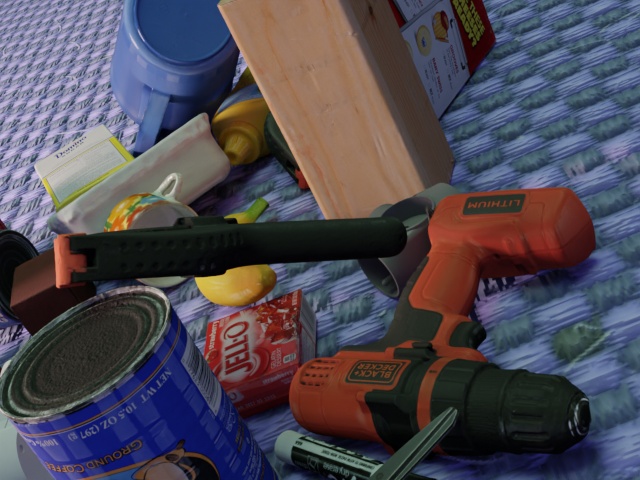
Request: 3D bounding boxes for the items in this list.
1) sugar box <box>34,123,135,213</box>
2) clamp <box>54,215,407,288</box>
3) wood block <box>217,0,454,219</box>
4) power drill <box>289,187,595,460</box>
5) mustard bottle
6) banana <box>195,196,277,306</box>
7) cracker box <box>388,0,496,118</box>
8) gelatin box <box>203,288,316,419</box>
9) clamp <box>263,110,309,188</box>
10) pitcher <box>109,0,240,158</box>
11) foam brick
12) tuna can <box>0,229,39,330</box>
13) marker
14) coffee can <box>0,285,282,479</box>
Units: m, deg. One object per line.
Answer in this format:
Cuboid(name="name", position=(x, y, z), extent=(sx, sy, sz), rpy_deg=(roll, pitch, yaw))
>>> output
Cuboid(name="sugar box", position=(-0.239, -0.065, 1.115), extent=(0.093, 0.048, 0.176), rpy_deg=(-32, 24, -8))
Cuboid(name="clamp", position=(-0.060, 0.003, 0.636), extent=(0.165, 0.036, 0.209), rpy_deg=(-1, 3, 36))
Cuboid(name="wood block", position=(0.019, -0.112, 0.788), extent=(0.090, 0.206, 0.090), rpy_deg=(-15, 30, 23))
Cuboid(name="power drill", position=(0.092, 0.045, 0.615), extent=(0.185, 0.057, 0.187), rpy_deg=(-1, 37, 40))
Cuboid(name="mustard bottle", position=(-0.056, -0.132, 1.047), extent=(0.096, 0.058, 0.191), rpy_deg=(-14, 30, 28))
Cuboid(name="banana", position=(-0.068, 0.013, 0.810), extent=(0.070, 0.037, 0.198), rpy_deg=(-48, 17, 11))
Cuboid(name="cracker box", position=(0.061, -0.186, 0.921), extent=(0.072, 0.164, 0.213), rpy_deg=(-2, 37, 37))
Cuboid(name="gelatin box", position=(-0.041, 0.077, 0.710), extent=(0.073, 0.030, 0.089), rpy_deg=(-21, 28, 13))
Cuboid(name="clamp", position=(-0.001, -0.120, 0.965), extent=(0.120, 0.039, 0.171), rpy_deg=(-8, 55, -2))
Cuboid(name="pitcher", position=(-0.142, -0.178, 1.043), extent=(0.145, 0.149, 0.243), rpy_deg=(-25, 0, -11))
Cuboid(name="foam brick", position=(-0.224, 0.047, 0.901), extent=(0.051, 0.053, 0.078), rpy_deg=(-27, 26, 1))
Cuboid(name="tuna can", position=(-0.278, 0.034, 0.936), extent=(0.034, 0.086, 0.086), rpy_deg=(-15, 30, 20))
Cuboid(name="marker", position=(0.020, 0.126, 0.583), extent=(0.121, 0.020, 0.020), rpy_deg=(7, 43, 48))
Cuboid(name="coffee can", position=(-0.094, 0.110, 0.581), extent=(0.103, 0.140, 0.103), rpy_deg=(-21, 28, 12))
